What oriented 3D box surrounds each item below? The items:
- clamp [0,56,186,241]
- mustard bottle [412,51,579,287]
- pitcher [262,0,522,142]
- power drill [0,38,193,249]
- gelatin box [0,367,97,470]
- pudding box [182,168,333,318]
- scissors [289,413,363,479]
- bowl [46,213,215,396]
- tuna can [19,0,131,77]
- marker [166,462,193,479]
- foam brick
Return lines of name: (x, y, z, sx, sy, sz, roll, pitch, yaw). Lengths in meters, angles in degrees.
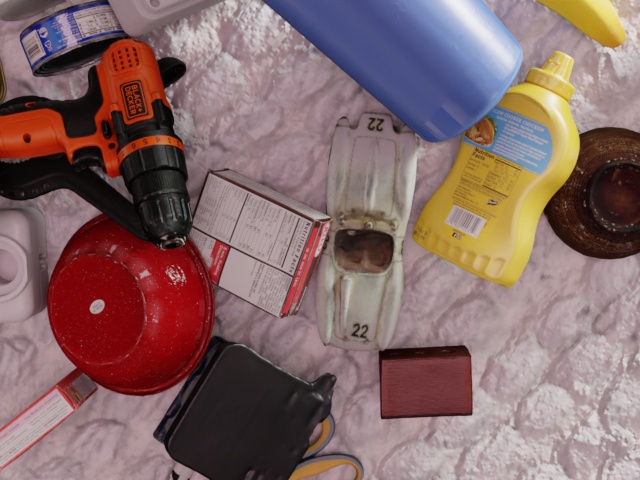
clamp: (-0.212, -0.087, 0.897, 0.210, 0.036, 0.164, 7, 69, 12)
mustard bottle: (0.156, -0.065, 0.876, 0.096, 0.058, 0.192, 29, 96, 36)
pitcher: (0.047, -0.199, 0.824, 0.242, 0.145, 0.149, 41, 132, -17)
power drill: (-0.200, -0.058, 0.835, 0.187, 0.057, 0.184, -15, 65, -4)
gelatin box: (-0.240, 0.152, 0.915, 0.089, 0.073, 0.030, -39, 93, 5)
pudding box: (-0.056, 0.001, 0.887, 0.114, 0.039, 0.090, 26, 103, 21)
scissors: (-0.064, 0.201, 0.934, 0.201, 0.016, 0.096, -8, 91, -2)
bowl: (-0.171, 0.054, 0.887, 0.162, 0.055, 0.162, 1, 94, 22)
tuna can: (-0.202, -0.166, 0.876, 0.086, 0.086, 0.034, -22, 93, 4)
marker: (-0.131, 0.221, 0.944, 0.020, 0.020, 0.121, 31, 96, -1)
foam brick: (0.088, 0.120, 0.908, 0.078, 0.053, 0.051, -3, 95, 2)
